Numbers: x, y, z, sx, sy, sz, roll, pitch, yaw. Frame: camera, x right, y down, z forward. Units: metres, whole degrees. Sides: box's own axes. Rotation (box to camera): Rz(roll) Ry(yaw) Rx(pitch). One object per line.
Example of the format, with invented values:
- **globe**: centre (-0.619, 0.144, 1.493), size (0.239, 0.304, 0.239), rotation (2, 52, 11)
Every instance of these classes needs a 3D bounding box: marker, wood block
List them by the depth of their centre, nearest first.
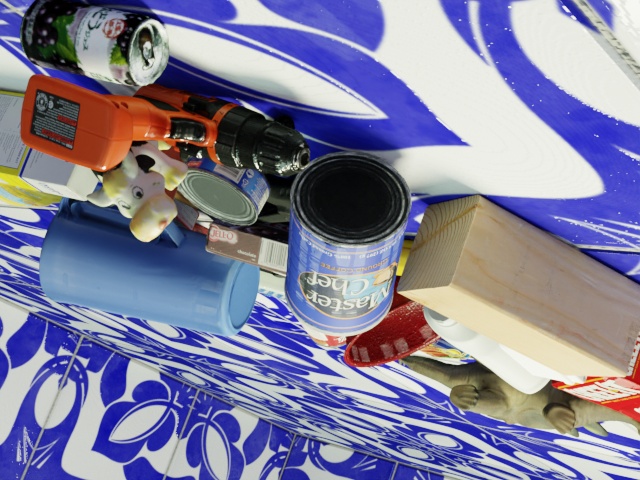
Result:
- **marker**: centre (-0.053, -0.091, 0.946), size (0.020, 0.020, 0.121), rotation (26, 164, -21)
- **wood block**: centre (0.188, 0.046, 0.979), size (0.205, 0.090, 0.091), rotation (27, 164, -21)

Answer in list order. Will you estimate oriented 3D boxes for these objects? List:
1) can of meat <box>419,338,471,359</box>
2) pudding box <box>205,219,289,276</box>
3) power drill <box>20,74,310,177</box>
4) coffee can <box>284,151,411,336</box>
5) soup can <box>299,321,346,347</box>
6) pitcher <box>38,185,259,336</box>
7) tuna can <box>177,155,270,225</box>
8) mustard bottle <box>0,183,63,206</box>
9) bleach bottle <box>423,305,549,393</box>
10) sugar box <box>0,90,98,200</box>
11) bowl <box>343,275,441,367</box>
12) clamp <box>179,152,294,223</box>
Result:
- **can of meat**: centre (0.140, 0.112, 1.348), size (0.083, 0.057, 0.102), rotation (25, 166, -26)
- **pudding box**: centre (-0.058, 0.001, 1.181), size (0.114, 0.039, 0.090), rotation (18, -163, 17)
- **power drill**: centre (-0.124, -0.086, 0.841), size (0.185, 0.057, 0.187), rotation (18, -167, 32)
- **coffee can**: centre (0.021, 0.005, 0.944), size (0.103, 0.102, 0.140), rotation (18, 144, 9)
- **soup can**: centre (0.005, 0.076, 1.235), size (0.069, 0.068, 0.102), rotation (16, 161, 18)
- **pitcher**: centre (-0.201, 0.028, 1.265), size (0.243, 0.145, 0.149), rotation (13, 176, 16)
- **tuna can**: centre (-0.091, -0.052, 1.005), size (0.086, 0.033, 0.086), rotation (22, 155, 11)
- **mustard bottle**: centre (-0.376, -0.078, 1.352), size (0.096, 0.058, 0.192), rotation (26, 164, -26)
- **bleach bottle**: centre (0.177, 0.101, 1.141), size (0.103, 0.068, 0.250), rotation (38, -176, 30)
- **sugar box**: centre (-0.296, -0.101, 1.094), size (0.176, 0.093, 0.048), rotation (13, 165, 27)
- **bowl**: centre (0.089, 0.080, 1.206), size (0.162, 0.055, 0.162), rotation (-21, 154, -11)
- **clamp**: centre (-0.025, -0.036, 1.074), size (0.210, 0.036, 0.164), rotation (18, 166, 23)
